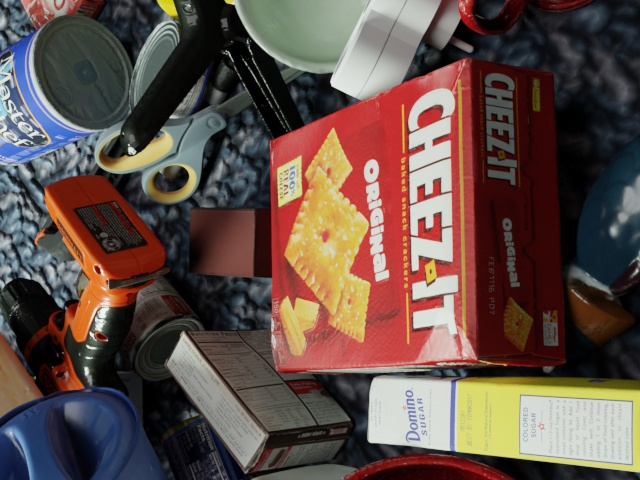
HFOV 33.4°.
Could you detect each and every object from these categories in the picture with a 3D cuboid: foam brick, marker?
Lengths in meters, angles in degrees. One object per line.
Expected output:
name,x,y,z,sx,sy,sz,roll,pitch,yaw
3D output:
foam brick,-0.055,0.001,0.798,0.078,0.052,0.051,2,90,44
marker,-0.098,-0.100,0.866,0.121,0.020,0.020,-53,55,29

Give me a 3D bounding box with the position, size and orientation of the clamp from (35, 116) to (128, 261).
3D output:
clamp,-0.202,-0.039,0.948,0.172,0.039,0.120,-21,45,48

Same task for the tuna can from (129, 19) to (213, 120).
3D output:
tuna can,-0.121,-0.133,0.865,0.086,0.033,0.086,-31,51,48

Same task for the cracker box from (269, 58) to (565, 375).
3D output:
cracker box,0.047,-0.002,0.650,0.214,0.072,0.164,-14,74,57

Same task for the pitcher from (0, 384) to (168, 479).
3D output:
pitcher,-0.149,0.236,0.751,0.145,0.149,0.243,22,142,46

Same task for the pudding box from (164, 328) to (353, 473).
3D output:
pudding box,-0.043,0.110,0.756,0.114,0.089,0.039,44,117,36

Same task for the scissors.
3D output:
scissors,-0.081,-0.080,0.841,0.202,0.096,0.016,-14,43,16

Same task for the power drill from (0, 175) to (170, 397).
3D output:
power drill,-0.187,0.044,0.822,0.185,0.057,0.188,45,134,29

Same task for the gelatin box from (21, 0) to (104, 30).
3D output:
gelatin box,-0.246,-0.229,1.010,0.073,0.030,0.089,-48,57,32

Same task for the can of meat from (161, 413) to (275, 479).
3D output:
can of meat,-0.065,0.176,0.769,0.057,0.102,0.084,-30,61,6

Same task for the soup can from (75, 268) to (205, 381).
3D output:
soup can,-0.148,0.058,0.876,0.102,0.068,0.069,45,118,36

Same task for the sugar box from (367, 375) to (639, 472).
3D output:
sugar box,0.121,0.097,0.593,0.177,0.093,0.048,-1,84,44

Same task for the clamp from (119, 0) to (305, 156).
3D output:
clamp,-0.057,-0.140,0.748,0.036,0.164,0.210,-9,71,46

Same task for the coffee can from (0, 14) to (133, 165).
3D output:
coffee can,-0.249,-0.132,0.959,0.141,0.102,0.103,-14,79,44
